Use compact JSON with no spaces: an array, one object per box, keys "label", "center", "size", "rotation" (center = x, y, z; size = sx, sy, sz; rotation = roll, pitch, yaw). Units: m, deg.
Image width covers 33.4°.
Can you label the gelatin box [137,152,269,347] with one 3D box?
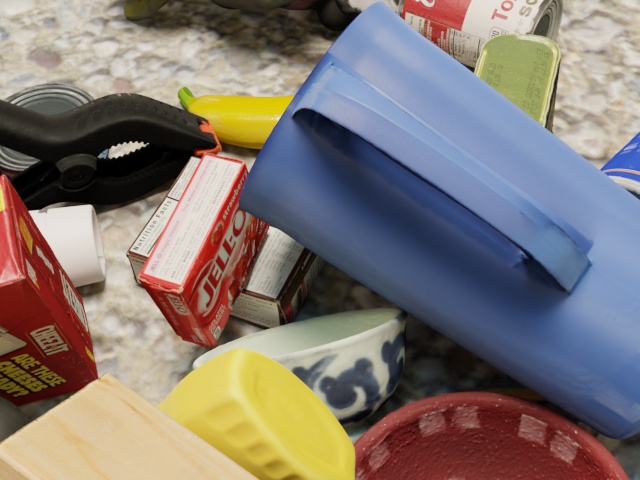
[{"label":"gelatin box","center":[-0.064,0.007,0.614],"size":[0.030,0.073,0.089],"rotation":[15,64,18]}]

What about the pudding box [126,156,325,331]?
[{"label":"pudding box","center":[-0.054,0.001,0.688],"size":[0.114,0.039,0.090],"rotation":[16,57,20]}]

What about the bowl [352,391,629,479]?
[{"label":"bowl","center":[0.080,0.159,0.537],"size":[0.162,0.055,0.162],"rotation":[-3,52,4]}]

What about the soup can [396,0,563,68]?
[{"label":"soup can","center":[0.115,-0.161,0.776],"size":[0.102,0.068,0.068],"rotation":[25,59,23]}]

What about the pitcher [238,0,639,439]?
[{"label":"pitcher","center":[0.087,-0.006,0.552],"size":[0.243,0.145,0.149],"rotation":[35,43,5]}]

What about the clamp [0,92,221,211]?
[{"label":"clamp","center":[-0.167,-0.059,0.687],"size":[0.209,0.165,0.036],"rotation":[-14,59,-17]}]

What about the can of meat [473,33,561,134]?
[{"label":"can of meat","center":[0.123,-0.071,0.694],"size":[0.057,0.084,0.102],"rotation":[10,54,14]}]

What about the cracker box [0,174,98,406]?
[{"label":"cracker box","center":[-0.248,0.052,0.586],"size":[0.213,0.164,0.072],"rotation":[-15,65,-5]}]

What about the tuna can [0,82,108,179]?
[{"label":"tuna can","center":[-0.196,-0.071,0.763],"size":[0.086,0.034,0.086],"rotation":[-3,52,4]}]

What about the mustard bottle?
[{"label":"mustard bottle","center":[-0.082,0.130,0.539],"size":[0.192,0.096,0.058],"rotation":[-32,32,24]}]

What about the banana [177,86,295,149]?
[{"label":"banana","center":[-0.010,-0.095,0.757],"size":[0.198,0.037,0.069],"rotation":[-2,52,6]}]
